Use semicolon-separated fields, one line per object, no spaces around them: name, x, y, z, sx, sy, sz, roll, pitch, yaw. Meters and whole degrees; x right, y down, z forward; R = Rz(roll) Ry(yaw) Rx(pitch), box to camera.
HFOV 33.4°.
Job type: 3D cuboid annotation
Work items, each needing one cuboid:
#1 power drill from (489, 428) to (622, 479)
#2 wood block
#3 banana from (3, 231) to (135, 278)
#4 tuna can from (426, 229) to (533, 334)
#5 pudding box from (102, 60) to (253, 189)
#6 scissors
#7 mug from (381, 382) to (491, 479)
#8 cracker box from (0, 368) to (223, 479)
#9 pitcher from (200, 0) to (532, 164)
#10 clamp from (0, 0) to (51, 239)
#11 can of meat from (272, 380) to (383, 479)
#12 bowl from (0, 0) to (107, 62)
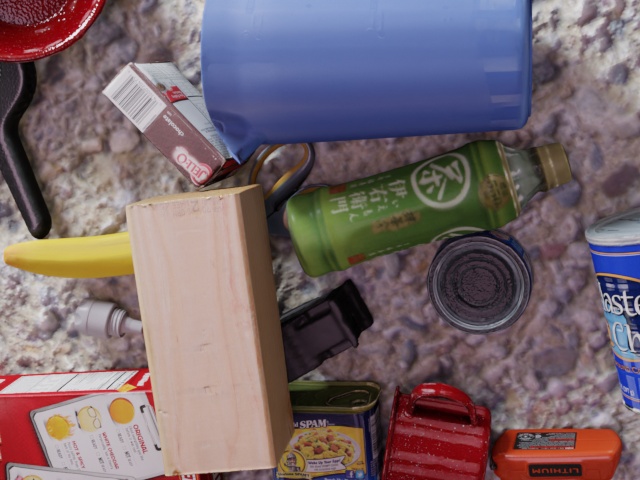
power drill;0.217;0.253;0.890;0.184;0.057;0.188;-3;102;15
wood block;-0.083;0.066;0.826;0.090;0.090;0.206;-6;97;8
banana;-0.178;0.005;0.930;0.198;0.069;0.037;-12;56;20
tuna can;0.131;0.033;0.874;0.086;0.033;0.086;3;103;13
pudding box;-0.113;-0.097;0.876;0.039;0.090;0.113;-43;89;15
scissors;-0.056;0.001;0.923;0.096;0.016;0.202;37;108;4
mug;0.097;0.163;0.880;0.081;0.093;0.117;8;125;7
cracker box;-0.201;0.203;0.975;0.214;0.072;0.164;-4;103;14
pitcher;0.038;-0.147;0.816;0.243;0.145;0.149;0;114;10
clamp;-0.312;-0.113;0.949;0.165;0.036;0.210;8;102;12
can of meat;0.004;0.171;0.925;0.102;0.057;0.084;-1;104;15
bowl;-0.252;-0.226;0.884;0.162;0.055;0.162;0;93;-8
